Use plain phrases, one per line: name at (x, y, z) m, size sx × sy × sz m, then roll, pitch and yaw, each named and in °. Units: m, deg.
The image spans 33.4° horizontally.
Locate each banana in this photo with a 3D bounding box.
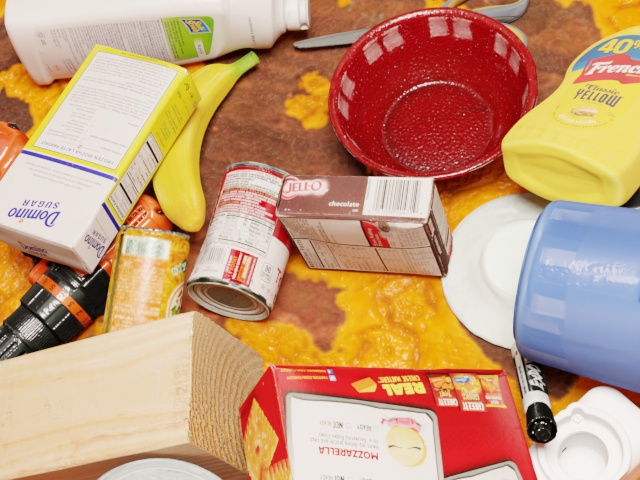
banana at (-0.104, -0.082, 0.862) m, size 0.070 × 0.037 × 0.197 m, roll -16°, pitch 45°, yaw 33°

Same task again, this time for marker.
marker at (0.139, 0.097, 0.697) m, size 0.020 × 0.020 × 0.121 m, roll -8°, pitch 19°, yaw 8°

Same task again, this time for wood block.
wood block at (-0.148, 0.124, 0.716) m, size 0.206 × 0.090 × 0.090 m, roll -16°, pitch 57°, yaw 23°

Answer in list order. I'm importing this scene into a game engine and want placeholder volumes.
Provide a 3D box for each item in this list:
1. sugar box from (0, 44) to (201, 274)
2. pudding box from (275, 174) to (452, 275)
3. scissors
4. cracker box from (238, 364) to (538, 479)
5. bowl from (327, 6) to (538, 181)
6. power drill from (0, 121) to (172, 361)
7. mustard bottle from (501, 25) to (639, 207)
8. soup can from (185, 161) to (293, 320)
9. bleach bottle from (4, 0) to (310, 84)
sugar box at (-0.174, -0.066, 0.821) m, size 0.093 × 0.048 × 0.176 m, roll 17°, pitch 66°, yaw 23°
pudding box at (0.033, -0.011, 0.776) m, size 0.114 × 0.090 × 0.039 m, roll 4°, pitch 65°, yaw 19°
scissors at (0.084, -0.164, 0.894) m, size 0.202 × 0.016 × 0.096 m, roll -19°, pitch 60°, yaw 2°
cracker box at (0.051, 0.181, 0.615) m, size 0.164 × 0.072 × 0.214 m, roll 4°, pitch 55°, yaw -23°
bowl at (0.089, -0.103, 0.837) m, size 0.162 × 0.055 × 0.162 m, roll -5°, pitch 61°, yaw 9°
power drill at (-0.237, 0.002, 0.852) m, size 0.188 × 0.057 × 0.184 m, roll 36°, pitch 71°, yaw 23°
mustard bottle at (0.220, -0.104, 0.777) m, size 0.096 × 0.058 × 0.191 m, roll 19°, pitch 53°, yaw 38°
soup can at (-0.055, 0.001, 0.806) m, size 0.068 × 0.068 × 0.102 m, roll 9°, pitch 65°, yaw 16°
bleach bottle at (-0.133, -0.186, 0.916) m, size 0.251 × 0.102 × 0.068 m, roll -1°, pitch 65°, yaw 5°
